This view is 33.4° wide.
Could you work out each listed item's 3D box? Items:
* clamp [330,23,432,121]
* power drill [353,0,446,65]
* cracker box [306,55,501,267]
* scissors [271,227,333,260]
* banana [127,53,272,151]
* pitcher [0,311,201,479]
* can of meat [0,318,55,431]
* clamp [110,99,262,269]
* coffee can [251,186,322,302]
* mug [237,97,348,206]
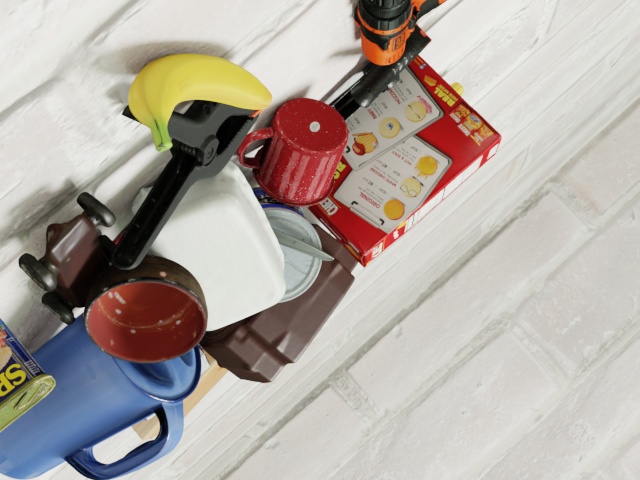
[{"bbox_3d":[0.059,-0.177,1.186,0.171,0.039,0.120,-45,-167,-35],"label":"clamp"},{"bbox_3d":[0.113,-0.265,1.048,0.187,0.057,0.184,-38,171,-6],"label":"power drill"},{"bbox_3d":[0.075,-0.099,1.238,0.213,0.164,0.072,-41,165,-9],"label":"cracker box"},{"bbox_3d":[-0.086,-0.005,1.086,0.096,0.201,0.016,-41,-147,17],"label":"scissors"},{"bbox_3d":[-0.101,-0.118,0.854,0.037,0.069,0.197,-24,-173,28],"label":"banana"},{"bbox_3d":[-0.246,0.164,1.105,0.243,0.145,0.149,-34,-153,28],"label":"pitcher"},{"bbox_3d":[-0.315,0.132,0.996,0.102,0.084,0.057,-39,167,-15],"label":"can of meat"},{"bbox_3d":[-0.113,-0.089,0.932,0.209,0.036,0.165,-48,159,-41],"label":"clamp"},{"bbox_3d":[-0.058,0.001,1.187,0.103,0.102,0.140,-43,-165,3],"label":"coffee can"},{"bbox_3d":[-0.030,-0.097,1.129,0.117,0.093,0.082,2,143,-18],"label":"mug"}]
